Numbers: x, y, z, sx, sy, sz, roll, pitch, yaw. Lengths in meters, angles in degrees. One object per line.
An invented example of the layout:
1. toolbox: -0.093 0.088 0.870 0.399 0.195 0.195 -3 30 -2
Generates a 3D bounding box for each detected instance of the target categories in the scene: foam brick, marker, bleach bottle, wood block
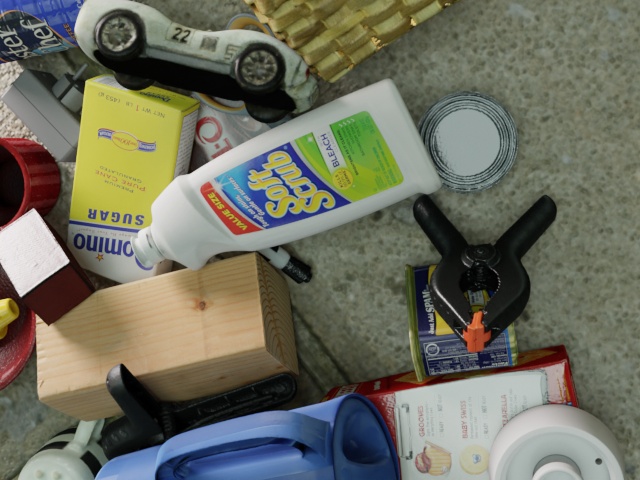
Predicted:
1. foam brick: -0.239 0.022 0.915 0.051 0.053 0.078 -37 54 -7
2. marker: -0.056 0.001 0.934 0.121 0.020 0.020 36 102 -19
3. bleach bottle: -0.035 -0.036 0.871 0.251 0.068 0.102 -25 95 8
4. wood block: -0.134 0.087 0.931 0.206 0.090 0.091 -14 65 13

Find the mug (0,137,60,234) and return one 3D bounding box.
1. mug: -0.299 -0.054 0.966 0.117 0.081 0.093 13 98 9

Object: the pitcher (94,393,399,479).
1. pitcher: -0.068 0.204 0.859 0.243 0.144 0.149 -15 94 22

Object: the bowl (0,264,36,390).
1. bowl: -0.328 0.065 0.998 0.162 0.055 0.162 1 96 11

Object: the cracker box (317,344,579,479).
1. cracker box: 0.121 0.191 0.915 0.214 0.072 0.164 -12 93 13

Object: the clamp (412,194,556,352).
1. clamp: 0.139 0.017 0.862 0.120 0.171 0.039 -10 133 9

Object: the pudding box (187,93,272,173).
1. pudding box: -0.073 -0.085 0.940 0.090 0.039 0.113 -26 91 12

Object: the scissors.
1. scissors: -0.023 -0.114 0.898 0.202 0.016 0.096 32 105 4

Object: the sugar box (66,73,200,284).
1. sugar box: -0.167 -0.049 0.934 0.093 0.048 0.176 18 114 13

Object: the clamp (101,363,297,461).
1. clamp: -0.140 0.158 0.923 0.210 0.164 0.036 -41 48 42

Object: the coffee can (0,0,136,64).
1. coffee can: -0.245 -0.213 0.928 0.140 0.102 0.103 -9 94 12

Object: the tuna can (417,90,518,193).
1. tuna can: 0.124 -0.083 0.903 0.086 0.033 0.086 1 96 11

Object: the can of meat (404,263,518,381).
1. can of meat: 0.117 0.062 0.889 0.084 0.102 0.057 -9 134 9
